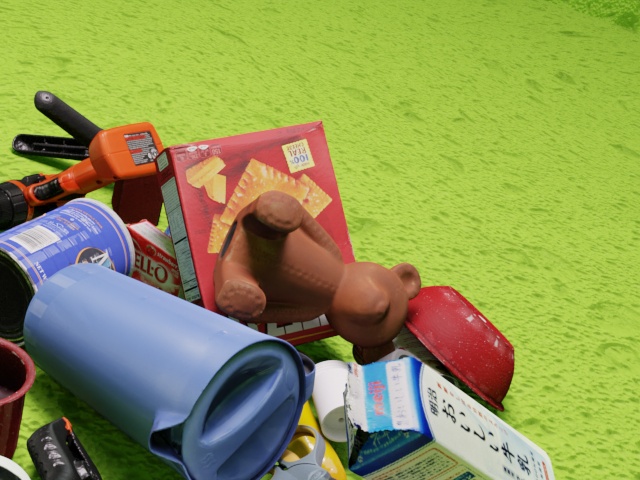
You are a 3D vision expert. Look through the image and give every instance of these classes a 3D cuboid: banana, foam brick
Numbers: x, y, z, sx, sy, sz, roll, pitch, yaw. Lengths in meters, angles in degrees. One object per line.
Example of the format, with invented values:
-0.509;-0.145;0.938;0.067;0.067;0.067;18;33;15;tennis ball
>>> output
-0.016;0.155;0.990;0.069;0.037;0.198;10;29;-10;banana
-0.210;-0.063;1.243;0.051;0.078;0.053;4;32;-21;foam brick

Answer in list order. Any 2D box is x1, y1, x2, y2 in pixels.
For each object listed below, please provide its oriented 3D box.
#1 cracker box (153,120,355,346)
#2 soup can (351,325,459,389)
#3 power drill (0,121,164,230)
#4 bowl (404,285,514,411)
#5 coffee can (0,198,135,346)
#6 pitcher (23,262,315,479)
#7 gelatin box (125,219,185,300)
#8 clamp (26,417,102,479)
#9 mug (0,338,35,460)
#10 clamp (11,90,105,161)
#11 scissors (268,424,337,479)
-0.057;0.001;1.045;0.164;0.214;0.072;-11;-5;-22;cracker box
0.082;0.129;1.055;0.068;0.068;0.102;-2;32;-30;soup can
-0.269;-0.063;1.122;0.188;0.057;0.184;-19;4;28;power drill
0.143;0.096;1.075;0.162;0.055;0.162;43;7;-7;bowl
-0.261;0.028;1.024;0.103;0.103;0.140;26;30;19;coffee can
-0.132;0.103;0.905;0.243;0.149;0.145;23;71;38;pitcher
-0.169;0.031;1.096;0.089;0.073;0.030;33;32;28;gelatin box
-0.188;0.182;0.795;0.039;0.120;0.172;-34;42;-11;clamp
-0.289;0.134;0.842;0.117;0.082;0.093;-1;33;-29;mug
-0.260;-0.113;1.273;0.209;0.165;0.036;17;70;-13;clamp
-0.018;0.197;0.834;0.096;0.016;0.202;-34;16;-4;scissors
